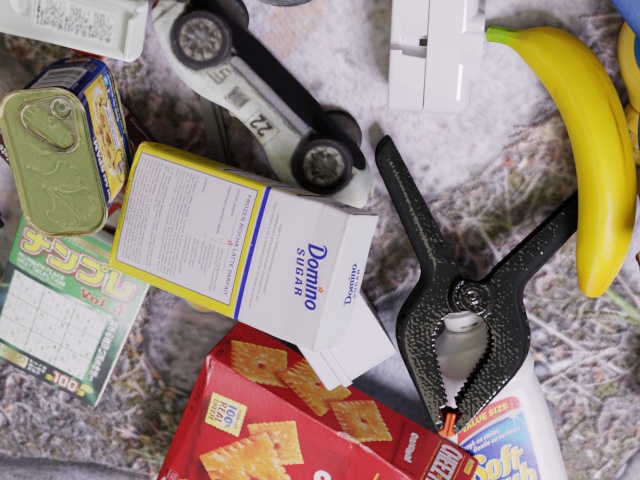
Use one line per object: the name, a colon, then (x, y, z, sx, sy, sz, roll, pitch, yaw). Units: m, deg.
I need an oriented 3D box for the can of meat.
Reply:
can of meat: (-0.166, -0.065, 0.713, 0.057, 0.084, 0.102, -4, 115, 9)

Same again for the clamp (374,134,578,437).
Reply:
clamp: (0.096, 0.031, 0.753, 0.164, 0.036, 0.210, 17, 93, 3)

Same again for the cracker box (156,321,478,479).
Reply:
cracker box: (-0.012, 0.187, 0.829, 0.214, 0.072, 0.164, 31, 121, 9)

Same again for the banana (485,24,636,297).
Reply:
banana: (0.173, -0.061, 0.705, 0.070, 0.037, 0.198, -17, 93, 52)

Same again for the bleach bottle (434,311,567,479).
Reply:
bleach bottle: (0.131, 0.158, 0.828, 0.103, 0.068, 0.251, -12, 109, 18)

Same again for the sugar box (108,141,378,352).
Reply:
sugar box: (-0.055, 0.001, 0.710, 0.176, 0.048, 0.093, 20, 100, 26)

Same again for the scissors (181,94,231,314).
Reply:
scissors: (-0.086, -0.024, 0.801, 0.096, 0.016, 0.201, -20, 111, 12)
